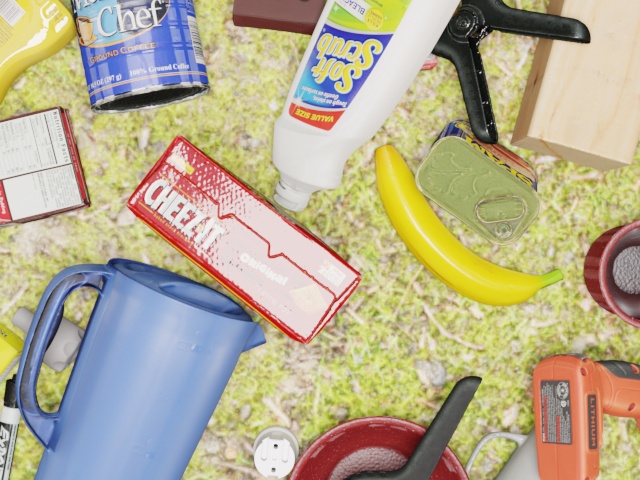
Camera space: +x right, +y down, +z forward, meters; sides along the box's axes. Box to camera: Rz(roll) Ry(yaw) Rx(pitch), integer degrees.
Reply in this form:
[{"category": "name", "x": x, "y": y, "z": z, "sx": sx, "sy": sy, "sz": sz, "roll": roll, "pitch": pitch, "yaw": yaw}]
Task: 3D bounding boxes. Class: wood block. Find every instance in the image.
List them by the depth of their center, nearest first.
[{"category": "wood block", "x": 0.235, "y": -0.171, "z": 0.897, "sx": 0.090, "sy": 0.091, "sz": 0.206, "roll": 16, "pitch": 91, "yaw": 1}]

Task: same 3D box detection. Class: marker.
[{"category": "marker", "x": -0.276, "y": 0.177, "z": 0.936, "sx": 0.020, "sy": 0.020, "sz": 0.121, "roll": 11, "pitch": 91, "yaw": 0}]

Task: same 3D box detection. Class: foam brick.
[{"category": "foam brick", "x": -0.035, "y": -0.209, "z": 0.916, "sx": 0.078, "sy": 0.051, "sz": 0.053, "roll": 7, "pitch": 90, "yaw": 0}]

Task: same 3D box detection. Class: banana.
[{"category": "banana", "x": 0.113, "y": -0.001, "z": 0.928, "sx": 0.198, "sy": 0.037, "sz": 0.069, "roll": 37, "pitch": 73, "yaw": -2}]

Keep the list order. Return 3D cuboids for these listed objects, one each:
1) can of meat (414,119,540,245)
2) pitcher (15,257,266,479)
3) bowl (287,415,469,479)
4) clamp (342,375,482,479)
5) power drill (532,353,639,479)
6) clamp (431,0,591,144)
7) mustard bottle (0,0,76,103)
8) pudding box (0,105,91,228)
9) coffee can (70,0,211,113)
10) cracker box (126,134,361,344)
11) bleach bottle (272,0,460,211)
[{"category": "can of meat", "x": 0.134, "y": -0.052, "z": 0.895, "sx": 0.102, "sy": 0.084, "sz": 0.057, "roll": 35, "pitch": 113, "yaw": -1}, {"category": "pitcher", "x": -0.165, "y": 0.141, "z": 0.881, "sx": 0.149, "sy": 0.144, "sz": 0.243, "roll": 24, "pitch": 94, "yaw": 20}, {"category": "bowl", "x": 0.049, "y": 0.227, "z": 0.918, "sx": 0.162, "sy": 0.055, "sz": 0.162, "roll": 0, "pitch": 91, "yaw": 0}, {"category": "clamp", "x": 0.080, "y": 0.229, "z": 0.863, "sx": 0.210, "sy": 0.036, "sz": 0.164, "roll": -32, "pitch": 78, "yaw": 4}, {"category": "power drill", "x": 0.264, "y": 0.161, "z": 0.880, "sx": 0.187, "sy": 0.057, "sz": 0.184, "roll": 3, "pitch": 79, "yaw": -31}, {"category": "clamp", "x": 0.121, "y": -0.163, "z": 0.872, "sx": 0.172, "sy": 0.039, "sz": 0.120, "roll": 41, "pitch": 100, "yaw": 26}, {"category": "mustard bottle", "x": -0.305, "y": -0.153, "z": 0.913, "sx": 0.191, "sy": 0.058, "sz": 0.096, "roll": -44, "pitch": 89, "yaw": 0}, {"category": "pudding box", "x": -0.264, "y": -0.060, "z": 0.925, "sx": 0.113, "sy": 0.039, "sz": 0.090, "roll": -13, "pitch": 90, "yaw": -2}, {"category": "coffee can", "x": -0.154, "y": -0.185, "z": 0.891, "sx": 0.103, "sy": 0.103, "sz": 0.140, "roll": -11, "pitch": 91, "yaw": 0}, {"category": "cracker box", "x": -0.055, "y": 0.001, "z": 0.837, "sx": 0.164, "sy": 0.213, "sz": 0.072, "roll": 37, "pitch": 90, "yaw": 0}, {"category": "bleach bottle", "x": 0.030, "y": -0.132, "z": 0.879, "sx": 0.103, "sy": 0.067, "sz": 0.251, "roll": 39, "pitch": 115, "yaw": 27}]
